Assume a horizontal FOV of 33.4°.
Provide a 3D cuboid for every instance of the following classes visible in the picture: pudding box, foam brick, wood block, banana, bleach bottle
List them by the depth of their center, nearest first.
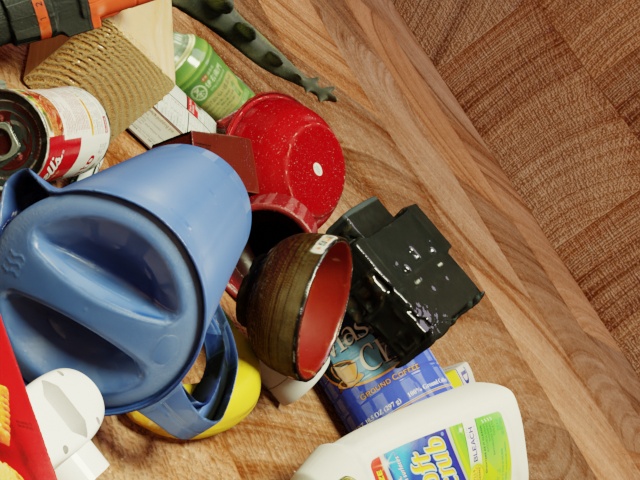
[{"bbox_3d":[-0.080,0.104,0.757,0.069,0.037,0.197,35,16,2],"label":"banana"},{"bbox_3d":[0.060,0.184,0.810,0.250,0.068,0.102,-13,97,-45],"label":"bleach bottle"},{"bbox_3d":[-0.101,-0.063,0.942,0.078,0.051,0.053,4,75,-50],"label":"foam brick"},{"bbox_3d":[-0.190,-0.185,0.942,0.090,0.091,0.206,43,19,-31],"label":"wood block"},{"bbox_3d":[-0.146,-0.114,1.009,0.113,0.039,0.090,42,21,-28],"label":"pudding box"}]

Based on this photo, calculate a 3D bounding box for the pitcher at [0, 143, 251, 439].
[{"bbox_3d":[-0.111,0.017,0.701,0.145,0.149,0.242,12,15,3],"label":"pitcher"}]

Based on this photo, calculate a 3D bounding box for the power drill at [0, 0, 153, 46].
[{"bbox_3d":[-0.231,-0.213,0.839,0.188,0.184,0.057,49,-27,44],"label":"power drill"}]

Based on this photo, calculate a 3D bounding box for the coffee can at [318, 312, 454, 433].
[{"bbox_3d":[0.045,0.106,0.956,0.140,0.103,0.102,59,18,18],"label":"coffee can"}]

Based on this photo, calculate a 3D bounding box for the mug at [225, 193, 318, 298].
[{"bbox_3d":[-0.056,0.001,0.953,0.117,0.093,0.081,15,15,1],"label":"mug"}]

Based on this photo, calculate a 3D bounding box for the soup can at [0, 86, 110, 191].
[{"bbox_3d":[-0.197,-0.073,0.743,0.068,0.069,0.102,53,16,1],"label":"soup can"}]

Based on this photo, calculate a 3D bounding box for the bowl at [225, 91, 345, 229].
[{"bbox_3d":[-0.024,-0.069,1.055,0.161,0.055,0.162,-1,91,-51],"label":"bowl"}]
